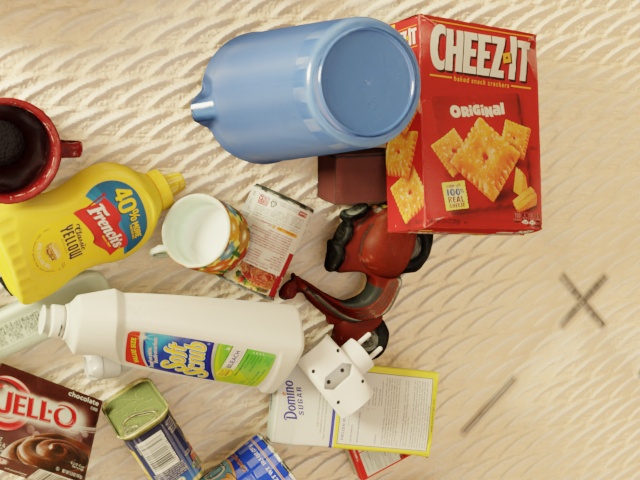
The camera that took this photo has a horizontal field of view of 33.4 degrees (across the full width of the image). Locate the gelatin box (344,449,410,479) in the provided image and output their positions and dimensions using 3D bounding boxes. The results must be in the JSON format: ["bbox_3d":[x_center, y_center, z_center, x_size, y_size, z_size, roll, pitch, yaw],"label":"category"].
[{"bbox_3d":[0.068,0.215,1.194,0.089,0.030,0.073,-25,108,-15],"label":"gelatin box"}]

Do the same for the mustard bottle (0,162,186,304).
[{"bbox_3d":[-0.213,-0.020,1.007,0.191,0.058,0.096,-27,122,-25],"label":"mustard bottle"}]

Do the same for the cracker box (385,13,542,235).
[{"bbox_3d":[0.149,-0.113,1.098,0.163,0.072,0.214,2,86,-34],"label":"cracker box"}]

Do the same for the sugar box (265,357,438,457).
[{"bbox_3d":[0.034,0.176,1.141,0.176,0.048,0.093,8,84,-10],"label":"sugar box"}]

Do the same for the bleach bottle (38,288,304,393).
[{"bbox_3d":[-0.148,0.094,1.040,0.250,0.068,0.103,8,140,-24],"label":"bleach bottle"}]

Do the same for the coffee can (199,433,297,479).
[{"bbox_3d":[-0.089,0.282,1.103,0.140,0.103,0.102,-36,112,-12],"label":"coffee can"}]

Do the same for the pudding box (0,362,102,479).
[{"bbox_3d":[-0.273,0.179,1.018,0.113,0.039,0.090,27,49,-26],"label":"pudding box"}]

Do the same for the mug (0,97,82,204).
[{"bbox_3d":[-0.275,-0.085,0.964,0.117,0.082,0.093,-4,102,-21],"label":"mug"}]

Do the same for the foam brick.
[{"bbox_3d":[0.041,-0.068,1.113,0.078,0.053,0.051,-5,102,-20],"label":"foam brick"}]

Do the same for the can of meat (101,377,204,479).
[{"bbox_3d":[-0.165,0.196,1.056,0.057,0.102,0.084,-32,113,-14],"label":"can of meat"}]

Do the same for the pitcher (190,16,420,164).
[{"bbox_3d":[-0.002,-0.139,0.977,0.145,0.243,0.149,36,79,-23],"label":"pitcher"}]

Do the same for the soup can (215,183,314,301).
[{"bbox_3d":[-0.057,0.001,1.079,0.068,0.069,0.102,25,90,-25],"label":"soup can"}]
